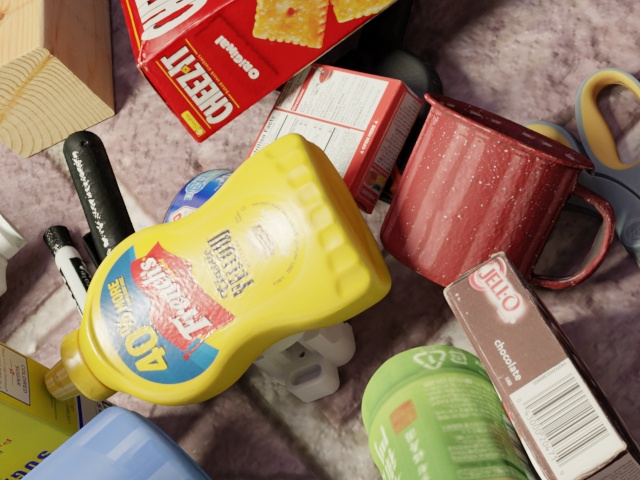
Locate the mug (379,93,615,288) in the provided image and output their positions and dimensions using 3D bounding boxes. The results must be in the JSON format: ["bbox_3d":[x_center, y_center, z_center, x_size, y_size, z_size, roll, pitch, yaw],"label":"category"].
[{"bbox_3d":[0.092,-0.016,0.549,0.117,0.093,0.081,25,105,9],"label":"mug"}]

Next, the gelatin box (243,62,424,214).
[{"bbox_3d":[0.007,-0.062,0.623,0.089,0.030,0.073,20,82,42],"label":"gelatin box"}]

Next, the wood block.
[{"bbox_3d":[-0.227,-0.183,0.842,0.091,0.090,0.206,-22,54,17],"label":"wood block"}]

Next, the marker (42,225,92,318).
[{"bbox_3d":[-0.163,0.029,0.724,0.020,0.020,0.121,-40,50,4],"label":"marker"}]

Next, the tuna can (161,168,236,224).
[{"bbox_3d":[-0.054,0.001,0.632,0.034,0.086,0.086,14,71,38],"label":"tuna can"}]

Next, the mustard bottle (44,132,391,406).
[{"bbox_3d":[-0.065,0.031,0.559,0.192,0.058,0.096,-31,74,13],"label":"mustard bottle"}]

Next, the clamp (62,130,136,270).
[{"bbox_3d":[-0.119,0.027,0.667,0.039,0.120,0.171,-20,69,-11],"label":"clamp"}]

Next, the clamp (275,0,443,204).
[{"bbox_3d":[0.013,-0.099,0.682,0.165,0.036,0.210,-25,53,17],"label":"clamp"}]

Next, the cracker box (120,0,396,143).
[{"bbox_3d":[-0.021,-0.176,0.667,0.214,0.072,0.164,-34,32,6],"label":"cracker box"}]

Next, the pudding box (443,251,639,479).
[{"bbox_3d":[0.109,0.071,0.490,0.039,0.090,0.113,-33,52,12],"label":"pudding box"}]

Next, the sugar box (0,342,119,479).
[{"bbox_3d":[-0.185,0.105,0.591,0.093,0.176,0.048,-28,50,15],"label":"sugar box"}]
